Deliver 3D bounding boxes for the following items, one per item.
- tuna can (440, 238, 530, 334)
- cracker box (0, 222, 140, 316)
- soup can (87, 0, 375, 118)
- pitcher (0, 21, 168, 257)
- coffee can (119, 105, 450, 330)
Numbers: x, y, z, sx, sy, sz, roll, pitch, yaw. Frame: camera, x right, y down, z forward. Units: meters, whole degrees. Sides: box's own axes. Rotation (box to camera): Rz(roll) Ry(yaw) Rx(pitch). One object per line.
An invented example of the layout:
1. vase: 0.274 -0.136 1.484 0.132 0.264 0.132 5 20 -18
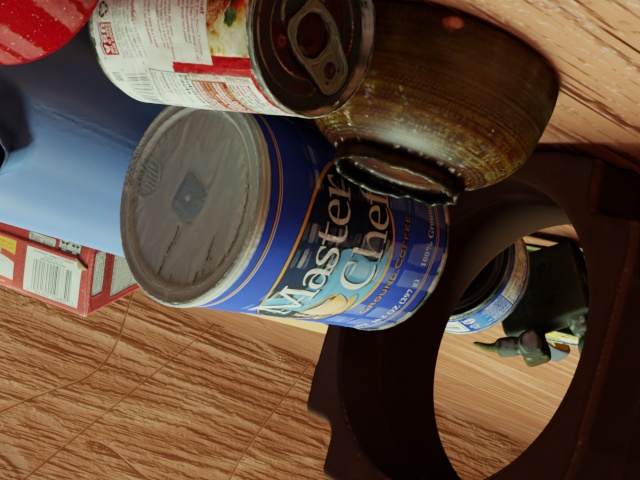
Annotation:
1. tuna can: 0.091 0.016 0.700 0.086 0.086 0.033 13 167 34
2. cracker box: -0.193 -0.024 0.843 0.164 0.072 0.213 17 -161 16
3. soup can: -0.038 -0.086 0.431 0.102 0.068 0.068 11 168 42
4. pitcher: -0.117 -0.059 0.617 0.242 0.149 0.145 23 155 -39
5. coffee can: -0.016 -0.010 0.547 0.103 0.103 0.140 10 179 44
